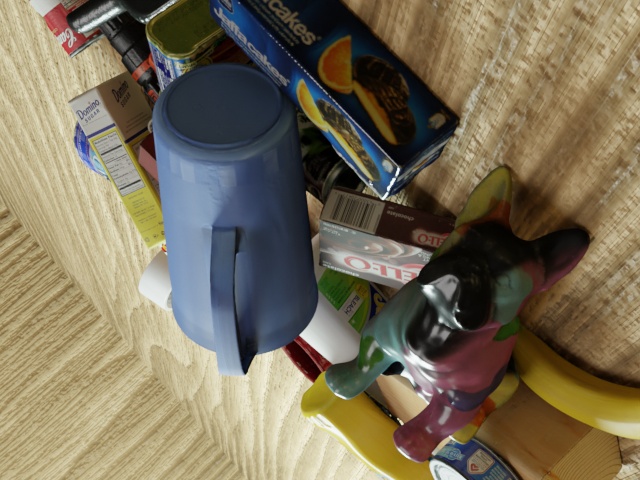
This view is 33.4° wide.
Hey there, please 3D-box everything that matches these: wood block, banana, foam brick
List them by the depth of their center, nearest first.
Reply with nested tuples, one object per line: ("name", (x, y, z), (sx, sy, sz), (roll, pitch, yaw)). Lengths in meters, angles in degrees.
("banana", (0.205, 0.112, 0.811), (0.198, 0.037, 0.069), (27, 152, 50))
("wood block", (0.149, 0.150, 0.935), (0.206, 0.090, 0.091), (33, 155, 43))
("foam brick", (-0.145, -0.087, 1.060), (0.051, 0.053, 0.078), (46, 165, -2))

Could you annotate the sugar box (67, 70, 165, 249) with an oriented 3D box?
("sugar box", (-0.194, -0.087, 1.138), (0.176, 0.048, 0.093), (61, -159, -11))

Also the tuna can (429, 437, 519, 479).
("tuna can", (0.130, 0.201, 0.879), (0.086, 0.033, 0.086), (44, 160, 20))

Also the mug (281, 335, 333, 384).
("mug", (0.012, 0.107, 1.189), (0.093, 0.081, 0.117), (51, 162, -4))

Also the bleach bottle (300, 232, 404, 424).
("bleach bottle", (0.063, 0.108, 1.075), (0.251, 0.102, 0.068), (42, 131, -5))

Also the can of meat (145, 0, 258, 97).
("can of meat", (-0.089, -0.157, 0.871), (0.057, 0.102, 0.084), (42, 159, 25))

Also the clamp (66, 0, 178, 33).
("clamp", (-0.160, -0.220, 0.921), (0.039, 0.120, 0.172), (3, -158, -45))

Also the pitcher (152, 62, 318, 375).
("pitcher", (-0.070, -0.015, 0.871), (0.149, 0.144, 0.243), (41, 152, 30))

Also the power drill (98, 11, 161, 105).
("power drill", (-0.141, -0.178, 1.027), (0.184, 0.057, 0.188), (48, 165, -7))

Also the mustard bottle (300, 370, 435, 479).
("mustard bottle", (0.068, 0.206, 1.037), (0.191, 0.058, 0.096), (43, 172, -9))

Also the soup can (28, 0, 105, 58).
("soup can", (-0.275, -0.260, 1.161), (0.102, 0.068, 0.069), (55, 162, -13))

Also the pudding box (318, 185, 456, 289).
("pudding box", (0.056, 0.004, 0.879), (0.113, 0.039, 0.090), (18, 155, 9))
